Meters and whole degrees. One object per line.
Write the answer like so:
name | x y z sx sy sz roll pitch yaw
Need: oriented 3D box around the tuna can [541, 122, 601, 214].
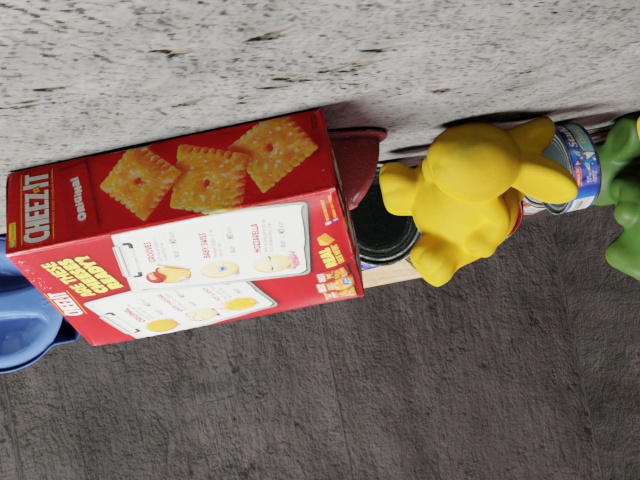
tuna can | 0.236 -0.070 1.029 0.033 0.086 0.086 -12 177 -13

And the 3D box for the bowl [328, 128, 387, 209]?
bowl | -0.021 -0.044 0.852 0.162 0.055 0.162 -12 177 -1

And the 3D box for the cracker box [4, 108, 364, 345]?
cracker box | -0.086 -0.004 0.742 0.214 0.072 0.164 -10 152 5

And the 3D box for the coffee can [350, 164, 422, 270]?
coffee can | 0.041 -0.019 1.111 0.102 0.103 0.140 -10 177 -14

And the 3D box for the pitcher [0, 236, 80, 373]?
pitcher | -0.338 0.060 1.148 0.145 0.149 0.243 -26 -178 -7
